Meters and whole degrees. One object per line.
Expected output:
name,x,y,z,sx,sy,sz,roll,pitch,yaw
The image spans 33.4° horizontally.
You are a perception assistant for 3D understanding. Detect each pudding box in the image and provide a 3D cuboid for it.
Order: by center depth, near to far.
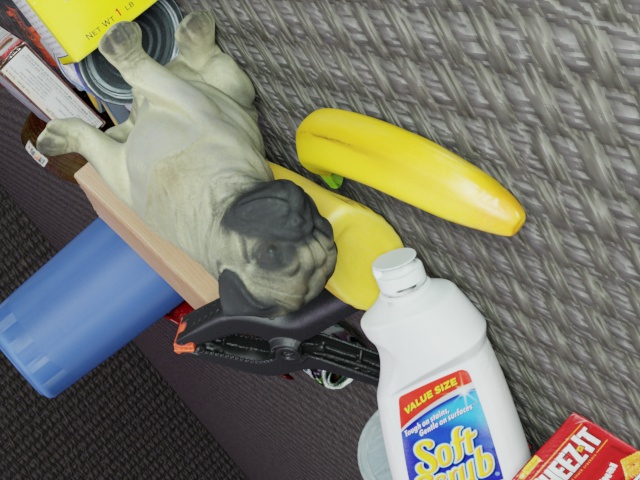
pudding box,-0.255,-0.140,0.951,0.090,0.039,0.113,32,170,45

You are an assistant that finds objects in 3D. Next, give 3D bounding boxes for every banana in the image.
banana,0.034,-0.044,0.588,0.069,0.037,0.198,28,178,-29

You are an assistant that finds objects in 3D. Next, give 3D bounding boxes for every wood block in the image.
wood block,-0.118,-0.008,0.980,0.206,0.090,0.090,41,164,23

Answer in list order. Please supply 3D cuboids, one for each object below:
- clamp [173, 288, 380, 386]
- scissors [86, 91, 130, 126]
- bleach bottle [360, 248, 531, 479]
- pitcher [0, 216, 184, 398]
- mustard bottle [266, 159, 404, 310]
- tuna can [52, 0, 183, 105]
clamp,-0.014,0.081,0.844,0.210,0.036,0.164,-6,139,25
scissors,-0.185,-0.142,0.861,0.096,0.016,0.202,52,168,11
bleach bottle,0.079,0.122,0.708,0.068,0.103,0.251,-65,-42,-61
pitcher,-0.221,0.050,1.117,0.145,0.242,0.149,34,159,47
mustard bottle,-0.025,-0.019,0.753,0.192,0.058,0.096,31,170,47
tuna can,-0.133,-0.135,0.714,0.034,0.086,0.086,32,158,41
